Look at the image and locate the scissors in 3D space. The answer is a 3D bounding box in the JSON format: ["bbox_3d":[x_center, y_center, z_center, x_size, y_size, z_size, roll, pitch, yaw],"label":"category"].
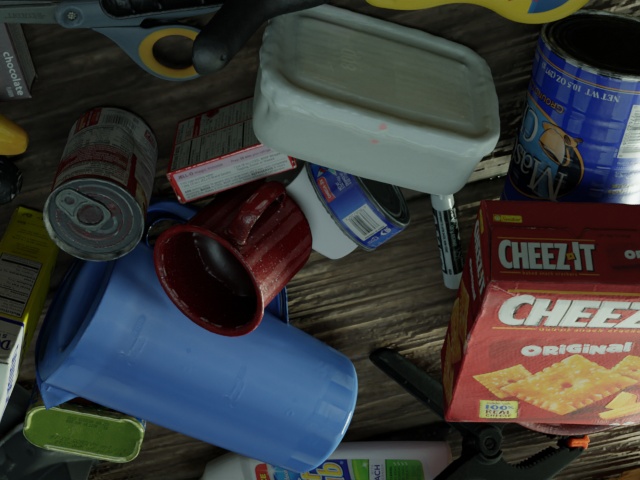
[{"bbox_3d":[-0.155,-0.137,0.716,0.201,0.016,0.096,-15,129,-6],"label":"scissors"}]

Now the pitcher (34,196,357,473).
[{"bbox_3d":[-0.088,0.085,0.847,0.242,0.145,0.149,28,134,-24],"label":"pitcher"}]

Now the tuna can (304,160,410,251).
[{"bbox_3d":[0.028,-0.037,0.776,0.034,0.086,0.086,-34,120,20],"label":"tuna can"}]

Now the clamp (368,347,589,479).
[{"bbox_3d":[0.134,0.168,0.931,0.209,0.036,0.164,-5,83,-19],"label":"clamp"}]

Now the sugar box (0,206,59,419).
[{"bbox_3d":[-0.233,0.062,0.785,0.048,0.176,0.093,15,124,-12],"label":"sugar box"}]

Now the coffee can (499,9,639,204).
[{"bbox_3d":[0.188,-0.075,0.742,0.102,0.103,0.140,4,126,-4],"label":"coffee can"}]

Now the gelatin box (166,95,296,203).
[{"bbox_3d":[-0.062,-0.068,0.759,0.089,0.073,0.030,-18,124,11],"label":"gelatin box"}]

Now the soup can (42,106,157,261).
[{"bbox_3d":[-0.153,-0.043,0.757,0.068,0.102,0.068,-1,126,-1],"label":"soup can"}]

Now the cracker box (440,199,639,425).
[{"bbox_3d":[0.178,0.059,0.749,0.164,0.072,0.214,1,148,-1],"label":"cracker box"}]

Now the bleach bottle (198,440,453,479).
[{"bbox_3d":[-0.005,0.237,0.970,0.251,0.102,0.068,-4,169,2],"label":"bleach bottle"}]

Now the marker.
[{"bbox_3d":[0.098,-0.014,0.836,0.020,0.020,0.121,-10,126,6],"label":"marker"}]

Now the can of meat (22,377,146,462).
[{"bbox_3d":[-0.193,0.133,0.896,0.102,0.084,0.057,12,125,-10],"label":"can of meat"}]

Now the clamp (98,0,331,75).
[{"bbox_3d":[-0.039,-0.153,0.662,0.171,0.120,0.039,-25,139,-19],"label":"clamp"}]

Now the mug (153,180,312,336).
[{"bbox_3d":[-0.055,0.001,0.758,0.093,0.081,0.117,35,136,9],"label":"mug"}]
